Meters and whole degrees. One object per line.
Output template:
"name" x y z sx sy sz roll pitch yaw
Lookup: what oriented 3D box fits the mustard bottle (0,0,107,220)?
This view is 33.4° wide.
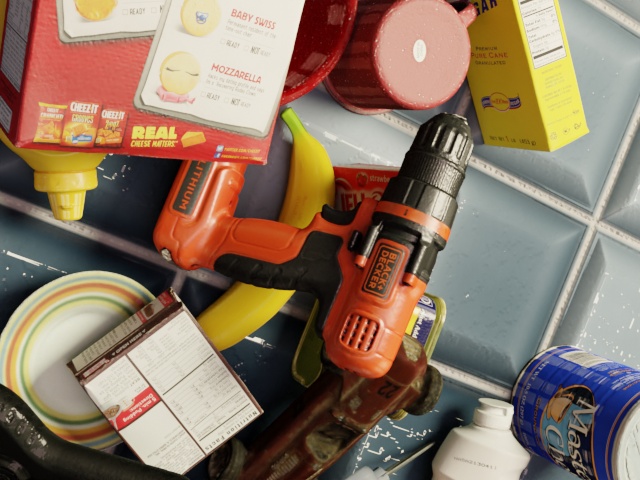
"mustard bottle" -0.169 -0.108 0.691 0.096 0.058 0.192 -3 101 -9

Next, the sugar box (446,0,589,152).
"sugar box" 0.141 -0.158 0.809 0.048 0.093 0.176 -26 107 -19

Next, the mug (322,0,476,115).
"mug" 0.065 -0.143 0.782 0.117 0.082 0.093 -32 110 -17

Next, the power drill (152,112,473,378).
"power drill" -0.005 -0.021 0.720 0.184 0.188 0.057 -67 160 -9

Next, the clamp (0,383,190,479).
"clamp" -0.189 0.141 0.695 0.210 0.165 0.036 44 38 -16

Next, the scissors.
"scissors" 0.044 0.173 0.789 0.201 0.096 0.016 -25 69 -42

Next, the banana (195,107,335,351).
"banana" -0.037 0.005 0.787 0.069 0.037 0.198 24 86 -7

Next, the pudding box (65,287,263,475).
"pudding box" -0.106 0.104 0.741 0.090 0.039 0.113 -37 121 -10

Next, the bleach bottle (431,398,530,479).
"bleach bottle" 0.129 0.256 0.872 0.102 0.068 0.251 10 93 11

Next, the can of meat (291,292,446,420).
"can of meat" 0.036 0.077 0.818 0.083 0.058 0.102 21 89 -24

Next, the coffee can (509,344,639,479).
"coffee can" 0.237 0.151 0.874 0.102 0.140 0.103 -4 100 -24

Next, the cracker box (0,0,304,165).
"cracker box" -0.091 -0.157 0.620 0.163 0.072 0.214 1 113 -33

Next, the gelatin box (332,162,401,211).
"gelatin box" 0.043 -0.018 0.787 0.030 0.089 0.073 -8 101 -33
